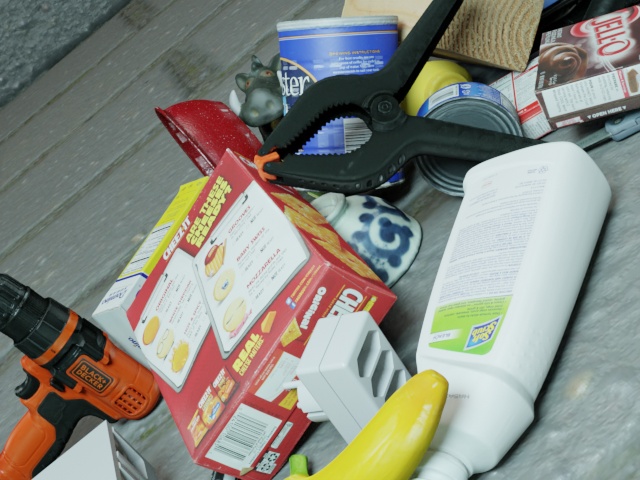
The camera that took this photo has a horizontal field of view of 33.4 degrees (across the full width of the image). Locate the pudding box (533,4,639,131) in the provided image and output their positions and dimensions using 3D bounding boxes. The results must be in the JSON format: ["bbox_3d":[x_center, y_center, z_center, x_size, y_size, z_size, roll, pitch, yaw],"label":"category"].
[{"bbox_3d":[0.209,-0.130,0.787,0.090,0.039,0.113,-15,30,24],"label":"pudding box"}]

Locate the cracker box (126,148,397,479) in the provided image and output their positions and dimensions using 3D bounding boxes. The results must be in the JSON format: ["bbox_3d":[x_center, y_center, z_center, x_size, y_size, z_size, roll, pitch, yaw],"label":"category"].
[{"bbox_3d":[-0.053,0.048,0.783,0.164,0.072,0.214,-57,32,10],"label":"cracker box"}]

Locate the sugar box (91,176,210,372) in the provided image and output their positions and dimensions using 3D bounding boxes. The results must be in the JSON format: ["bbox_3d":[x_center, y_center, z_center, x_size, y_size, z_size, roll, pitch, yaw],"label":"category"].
[{"bbox_3d":[-0.124,0.033,0.970,0.048,0.093,0.176,-19,32,38],"label":"sugar box"}]

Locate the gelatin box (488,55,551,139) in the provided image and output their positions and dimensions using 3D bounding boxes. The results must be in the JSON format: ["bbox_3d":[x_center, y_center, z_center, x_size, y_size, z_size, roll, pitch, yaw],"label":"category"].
[{"bbox_3d":[0.166,-0.110,0.879,0.073,0.030,0.089,-30,25,23],"label":"gelatin box"}]

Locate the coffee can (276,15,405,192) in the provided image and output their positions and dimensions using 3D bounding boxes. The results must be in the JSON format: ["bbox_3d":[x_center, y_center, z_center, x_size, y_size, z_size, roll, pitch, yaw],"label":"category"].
[{"bbox_3d":[0.018,-0.117,0.908,0.103,0.140,0.103,-3,10,0],"label":"coffee can"}]

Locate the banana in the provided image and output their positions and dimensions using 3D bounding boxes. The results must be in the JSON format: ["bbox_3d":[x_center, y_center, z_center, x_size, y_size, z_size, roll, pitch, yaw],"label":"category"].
[{"bbox_3d":[0.013,0.132,0.608,0.198,0.037,0.069,137,142,-55],"label":"banana"}]

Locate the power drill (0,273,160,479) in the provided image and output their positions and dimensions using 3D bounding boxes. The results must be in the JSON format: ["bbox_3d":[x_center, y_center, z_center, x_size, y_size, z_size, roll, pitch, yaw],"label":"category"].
[{"bbox_3d":[-0.256,0.135,0.896,0.188,0.184,0.057,-45,23,10],"label":"power drill"}]

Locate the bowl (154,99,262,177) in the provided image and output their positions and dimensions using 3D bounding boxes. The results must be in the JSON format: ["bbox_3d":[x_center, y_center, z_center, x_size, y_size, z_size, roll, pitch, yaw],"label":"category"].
[{"bbox_3d":[-0.090,-0.083,1.039,0.055,0.162,0.162,-41,24,-6],"label":"bowl"}]

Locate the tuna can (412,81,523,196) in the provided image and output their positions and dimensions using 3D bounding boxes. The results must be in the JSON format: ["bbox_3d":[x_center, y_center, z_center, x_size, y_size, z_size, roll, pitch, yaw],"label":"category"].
[{"bbox_3d":[0.114,-0.079,0.830,0.086,0.086,0.033,-29,24,22],"label":"tuna can"}]

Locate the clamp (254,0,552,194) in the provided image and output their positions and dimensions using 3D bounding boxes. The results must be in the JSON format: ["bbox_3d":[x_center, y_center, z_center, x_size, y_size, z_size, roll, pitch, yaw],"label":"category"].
[{"bbox_3d":[0.049,-0.100,0.781,0.210,0.036,0.164,-16,68,0],"label":"clamp"}]

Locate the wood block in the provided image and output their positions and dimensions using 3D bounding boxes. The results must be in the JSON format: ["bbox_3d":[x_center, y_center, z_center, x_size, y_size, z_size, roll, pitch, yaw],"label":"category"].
[{"bbox_3d":[0.104,-0.212,0.954,0.206,0.090,0.090,-147,68,-65],"label":"wood block"}]

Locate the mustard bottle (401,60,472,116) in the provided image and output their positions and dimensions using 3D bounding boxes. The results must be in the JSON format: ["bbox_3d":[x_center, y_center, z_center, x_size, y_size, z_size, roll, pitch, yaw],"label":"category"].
[{"bbox_3d":[0.085,-0.142,0.988,0.096,0.058,0.192,-3,15,-21],"label":"mustard bottle"}]

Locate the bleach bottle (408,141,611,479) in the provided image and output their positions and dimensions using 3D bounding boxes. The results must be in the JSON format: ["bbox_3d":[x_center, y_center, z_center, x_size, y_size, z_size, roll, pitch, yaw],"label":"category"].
[{"bbox_3d":[0.102,0.050,0.655,0.103,0.068,0.250,-18,34,45],"label":"bleach bottle"}]

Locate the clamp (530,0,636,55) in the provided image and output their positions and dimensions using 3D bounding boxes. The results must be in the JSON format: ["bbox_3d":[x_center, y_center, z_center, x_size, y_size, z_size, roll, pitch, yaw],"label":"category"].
[{"bbox_3d":[0.240,-0.210,0.937,0.171,0.039,0.120,-43,28,-23],"label":"clamp"}]
